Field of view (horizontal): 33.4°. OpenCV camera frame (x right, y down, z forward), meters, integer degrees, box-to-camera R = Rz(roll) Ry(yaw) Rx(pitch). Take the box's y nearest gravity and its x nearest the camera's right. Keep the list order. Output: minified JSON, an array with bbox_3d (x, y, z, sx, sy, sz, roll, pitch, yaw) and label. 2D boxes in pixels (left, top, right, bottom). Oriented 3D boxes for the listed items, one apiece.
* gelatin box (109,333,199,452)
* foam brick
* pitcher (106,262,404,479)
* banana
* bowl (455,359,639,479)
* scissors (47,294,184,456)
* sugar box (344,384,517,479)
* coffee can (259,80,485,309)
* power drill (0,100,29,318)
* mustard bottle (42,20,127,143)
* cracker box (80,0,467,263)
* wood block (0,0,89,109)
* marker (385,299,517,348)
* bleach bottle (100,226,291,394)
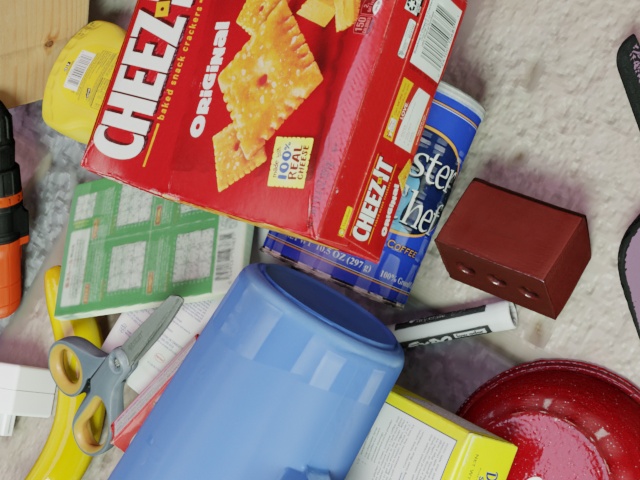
[{"bbox_3d":[-0.083,0.118,0.704,0.089,0.073,0.030,-47,18,3],"label":"gelatin box"},{"bbox_3d":[0.121,0.005,0.661,0.078,0.053,0.051,22,69,31],"label":"foam brick"},{"bbox_3d":[-0.048,0.144,0.615,0.149,0.145,0.243,31,99,6],"label":"pitcher"},{"bbox_3d":[-0.196,0.120,0.810,0.037,0.069,0.198,-18,58,63],"label":"banana"},{"bbox_3d":[0.133,0.148,0.630,0.162,0.055,0.162,-7,75,27],"label":"bowl"},{"bbox_3d":[-0.146,0.072,0.728,0.096,0.016,0.202,49,134,24],"label":"scissors"},{"bbox_3d":[0.034,0.134,0.654,0.176,0.048,0.093,21,90,58],"label":"sugar box"},{"bbox_3d":[0.034,-0.039,0.697,0.103,0.102,0.140,23,90,30],"label":"coffee can"},{"bbox_3d":[-0.317,-0.042,0.880,0.188,0.057,0.184,19,114,34],"label":"power drill"},{"bbox_3d":[-0.131,-0.105,0.805,0.192,0.058,0.096,23,83,42],"label":"mustard bottle"},{"bbox_3d":[-0.037,-0.093,0.652,0.214,0.072,0.164,17,87,39],"label":"cracker box"},{"bbox_3d":[-0.238,-0.217,0.829,0.090,0.090,0.206,39,134,29],"label":"wood block"},{"bbox_3d":[0.069,0.060,0.704,0.121,0.020,0.020,-14,73,25],"label":"marker"},{"bbox_3d":[-0.055,0.001,0.760,0.103,0.068,0.251,33,93,32],"label":"bleach bottle"}]
